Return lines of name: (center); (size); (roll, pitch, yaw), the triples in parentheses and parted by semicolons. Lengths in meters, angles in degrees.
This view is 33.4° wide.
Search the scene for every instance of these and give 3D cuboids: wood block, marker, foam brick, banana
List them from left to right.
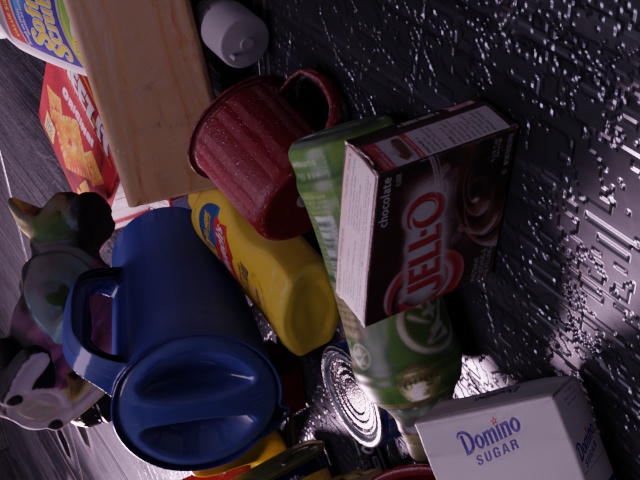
wood block: (-0.135, -0.143, 0.827); (0.091, 0.090, 0.206); (-109, 6, -58)
banana: (-0.068, 0.207, 1.017); (0.037, 0.069, 0.197); (28, 170, 21)
foam brick: (-0.059, 0.135, 0.967); (0.053, 0.078, 0.051); (33, 138, 49)
marker: (0.033, 0.154, 0.861); (0.020, 0.020, 0.121); (-9, 101, 65)

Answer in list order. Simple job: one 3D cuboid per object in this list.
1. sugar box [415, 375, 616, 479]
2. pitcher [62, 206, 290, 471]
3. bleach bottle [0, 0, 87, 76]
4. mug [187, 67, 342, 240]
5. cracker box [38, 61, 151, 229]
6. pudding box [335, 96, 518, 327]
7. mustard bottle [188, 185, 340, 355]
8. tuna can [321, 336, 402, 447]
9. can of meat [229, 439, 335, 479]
sugar box: (0.129, 0.169, 0.606); (0.094, 0.048, 0.176); (-18, 91, 36)
pitcher: (-0.128, 0.067, 0.912); (0.243, 0.145, 0.149); (-114, 2, -57)
bleach bottle: (-0.235, -0.198, 0.961); (0.251, 0.068, 0.102); (16, 124, 34)
mug: (-0.025, -0.063, 0.735); (0.082, 0.093, 0.117); (48, 113, 28)
cracker box: (-0.224, -0.123, 1.098); (0.164, 0.072, 0.214); (62, 154, 12)
pudding box: (0.056, -0.015, 0.587); (0.039, 0.089, 0.113); (47, 148, 40)
mustard bottle: (-0.056, 0.001, 0.871); (0.192, 0.058, 0.096); (48, 157, 39)
tuna can: (0.036, 0.111, 0.801); (0.086, 0.033, 0.086); (46, 148, 40)
can of meat: (-0.028, 0.240, 0.962); (0.084, 0.102, 0.058); (66, 156, -1)
